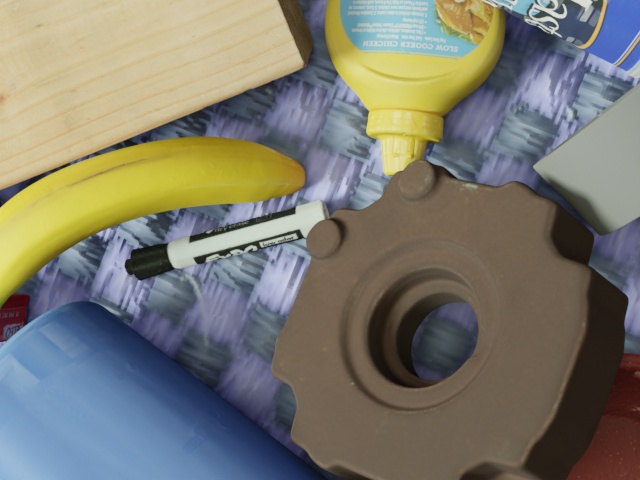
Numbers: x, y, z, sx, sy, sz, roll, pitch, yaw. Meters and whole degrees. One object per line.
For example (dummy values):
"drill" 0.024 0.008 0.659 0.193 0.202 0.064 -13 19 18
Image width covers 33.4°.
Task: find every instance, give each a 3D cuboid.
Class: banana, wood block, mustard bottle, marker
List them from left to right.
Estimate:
"wood block" -0.116 -0.103 0.575 0.206 0.091 0.090 -21 107 9
"banana" -0.102 -0.019 0.566 0.197 0.069 0.037 -24 53 -11
"marker" -0.054 0.001 0.605 0.121 0.020 0.020 -14 84 10
"mustard bottle" 0.052 -0.129 0.571 0.096 0.058 0.191 5 88 7

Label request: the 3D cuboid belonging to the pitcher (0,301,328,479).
"pitcher" -0.074 0.145 0.535 0.243 0.149 0.145 38 80 17
